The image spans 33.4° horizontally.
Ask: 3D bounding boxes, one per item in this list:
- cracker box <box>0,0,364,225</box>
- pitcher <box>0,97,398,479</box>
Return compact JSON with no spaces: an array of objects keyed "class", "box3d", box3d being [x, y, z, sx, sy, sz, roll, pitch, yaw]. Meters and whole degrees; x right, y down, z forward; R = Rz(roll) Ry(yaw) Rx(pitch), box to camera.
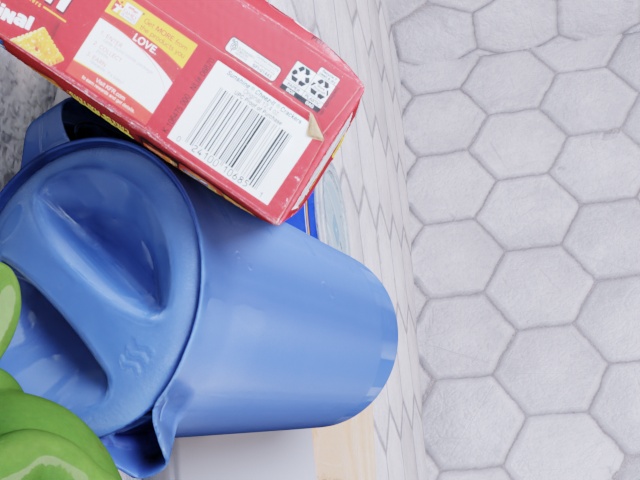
[{"class":"cracker box","box3d":[-0.064,-0.081,0.492,0.072,0.164,0.213,-56,-179,2]},{"class":"pitcher","box3d":[-0.056,0.030,0.555,0.242,0.145,0.149,21,88,-61]}]
